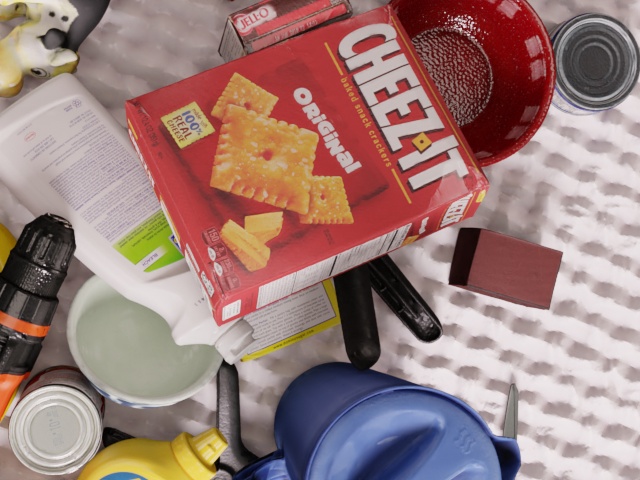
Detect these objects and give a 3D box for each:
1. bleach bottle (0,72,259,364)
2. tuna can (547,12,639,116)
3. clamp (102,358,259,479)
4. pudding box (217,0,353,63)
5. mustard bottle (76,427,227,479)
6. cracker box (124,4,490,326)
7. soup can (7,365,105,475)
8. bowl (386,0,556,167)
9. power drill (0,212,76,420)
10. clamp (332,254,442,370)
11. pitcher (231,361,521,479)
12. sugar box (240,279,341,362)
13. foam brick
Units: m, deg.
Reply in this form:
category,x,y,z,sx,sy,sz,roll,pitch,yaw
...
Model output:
category,x,y,z,sx,sy,sz,roll,pitch,yaw
bleach bottle,-0.144,-0.005,0.803,0.102,0.068,0.251,-40,82,-16
tuna can,0.231,-0.152,0.920,0.086,0.034,0.086,0,90,-10
clamp,-0.079,0.180,0.861,0.120,0.039,0.171,-39,103,5
pudding box,-0.030,-0.163,0.831,0.090,0.113,0.039,-24,89,-10
mustard bottle,-0.150,0.207,0.811,0.191,0.058,0.096,-39,107,2
cracker box,-0.011,-0.058,0.770,0.213,0.072,0.164,-23,75,-13
soup can,-0.198,0.135,0.809,0.068,0.102,0.068,0,91,-11
bowl,0.110,-0.138,0.887,0.162,0.055,0.162,0,90,-10
power drill,-0.283,0.038,0.777,0.188,0.057,0.184,26,90,15
clamp,0.021,0.004,0.838,0.036,0.164,0.210,-30,87,22
pitcher,0.024,0.158,0.778,0.149,0.243,0.145,31,85,-9
sugar box,-0.056,0.001,0.864,0.093,0.048,0.176,-22,91,-9
foam brick,0.154,0.023,0.897,0.078,0.053,0.051,16,88,-10
